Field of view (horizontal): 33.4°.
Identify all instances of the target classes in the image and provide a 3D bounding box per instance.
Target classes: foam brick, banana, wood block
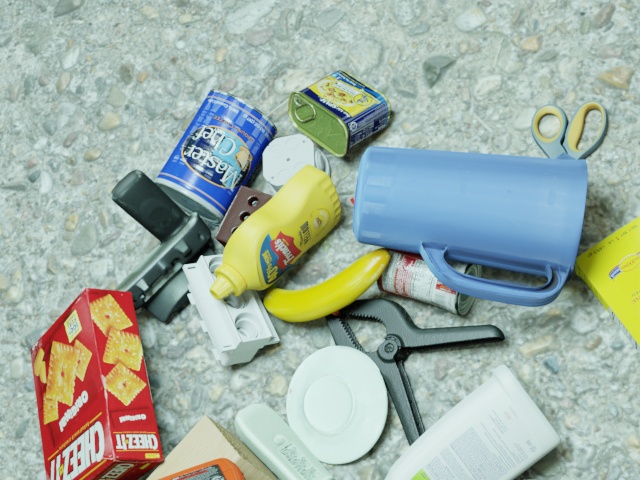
[{"bbox_3d":[-0.085,-0.020,1.324,0.053,0.051,0.078,19,75,26],"label":"foam brick"},{"bbox_3d":[-0.002,0.057,1.232,0.198,0.037,0.069,-14,67,39],"label":"banana"},{"bbox_3d":[-0.151,0.308,1.171,0.206,0.090,0.091,-48,40,-5],"label":"wood block"}]

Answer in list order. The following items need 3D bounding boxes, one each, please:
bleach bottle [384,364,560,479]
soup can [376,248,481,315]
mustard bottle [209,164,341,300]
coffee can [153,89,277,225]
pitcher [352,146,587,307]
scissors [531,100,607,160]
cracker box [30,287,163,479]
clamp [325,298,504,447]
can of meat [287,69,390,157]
[{"bbox_3d":[0.122,0.243,1.117,0.251,0.068,0.102,-37,89,3],"label":"bleach bottle"},{"bbox_3d":[0.123,0.039,1.213,0.102,0.068,0.068,17,74,25],"label":"soup can"},{"bbox_3d":[-0.058,0.002,1.250,0.058,0.096,0.191,32,62,30],"label":"mustard bottle"},{"bbox_3d":[-0.132,-0.104,1.349,0.103,0.102,0.140,24,77,27],"label":"coffee can"},{"bbox_3d":[0.159,-0.026,1.148,0.243,0.149,0.145,7,107,7],"label":"pitcher"},{"bbox_3d":[0.266,-0.081,1.244,0.096,0.016,0.201,24,77,29],"label":"scissors"},{"bbox_3d":[-0.269,0.187,1.248,0.164,0.071,0.214,-41,53,39],"label":"cracker box"},{"bbox_3d":[0.083,0.136,1.203,0.210,0.036,0.164,23,83,31],"label":"clamp"},{"bbox_3d":[0.024,-0.161,1.327,0.083,0.057,0.102,-34,56,-31],"label":"can of meat"}]
